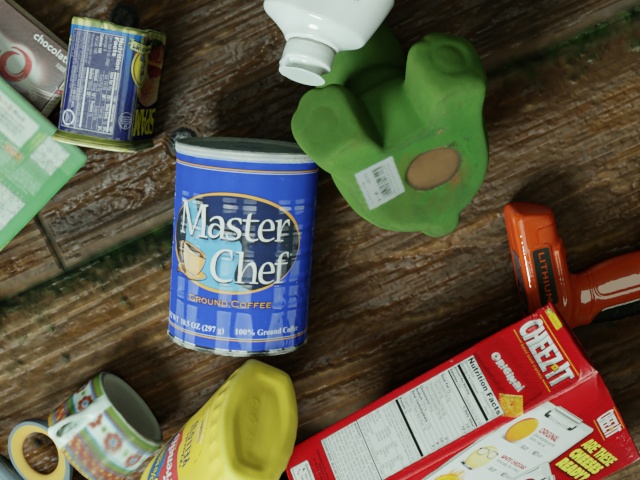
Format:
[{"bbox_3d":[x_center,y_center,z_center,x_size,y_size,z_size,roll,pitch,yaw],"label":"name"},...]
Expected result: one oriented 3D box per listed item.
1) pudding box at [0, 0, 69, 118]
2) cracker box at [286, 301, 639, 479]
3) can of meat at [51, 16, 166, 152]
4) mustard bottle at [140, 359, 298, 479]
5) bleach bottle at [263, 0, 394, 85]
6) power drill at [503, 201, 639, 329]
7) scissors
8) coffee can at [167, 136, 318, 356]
[{"bbox_3d":[-0.241,-0.131,0.779,0.113,0.039,0.090,38,98,-5],"label":"pudding box"},{"bbox_3d":[0.102,0.151,0.754,0.214,0.072,0.164,-31,142,7],"label":"cracker box"},{"bbox_3d":[-0.145,-0.109,0.748,0.057,0.102,0.084,10,98,1],"label":"can of meat"},{"bbox_3d":[-0.085,0.166,0.763,0.058,0.096,0.192,24,139,-18],"label":"mustard bottle"},{"bbox_3d":[0.014,-0.220,0.658,0.102,0.068,0.251,14,82,8],"label":"bleach bottle"},{"bbox_3d":[0.232,-0.007,0.768,0.187,0.057,0.184,-10,99,4],"label":"power drill"},{"bbox_3d":[-0.183,0.212,0.813,0.201,0.016,0.096,37,98,-6],"label":"scissors"},{"bbox_3d":[-0.055,0.001,0.761,0.103,0.103,0.140,4,100,2],"label":"coffee can"}]
